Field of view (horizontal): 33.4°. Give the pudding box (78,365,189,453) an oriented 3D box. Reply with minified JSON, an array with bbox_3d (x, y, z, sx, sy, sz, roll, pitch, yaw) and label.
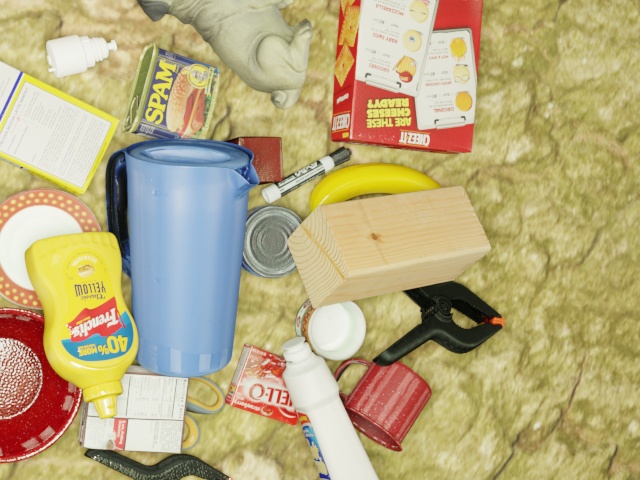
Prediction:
[{"bbox_3d":[-0.203,0.183,1.166,0.113,0.039,0.090,6,94,-18],"label":"pudding box"}]

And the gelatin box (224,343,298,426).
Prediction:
[{"bbox_3d":[-0.058,0.169,1.244,0.089,0.030,0.073,22,83,-21],"label":"gelatin box"}]

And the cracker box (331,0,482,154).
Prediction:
[{"bbox_3d":[0.103,-0.217,1.280,0.164,0.072,0.214,4,90,-21],"label":"cracker box"}]

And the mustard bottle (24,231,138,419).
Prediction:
[{"bbox_3d":[-0.239,0.089,1.102,0.096,0.058,0.191,-7,76,-36],"label":"mustard bottle"}]

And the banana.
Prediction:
[{"bbox_3d":[0.065,-0.061,1.289,0.197,0.037,0.070,-10,114,-20],"label":"banana"}]

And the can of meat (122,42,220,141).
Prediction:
[{"bbox_3d":[-0.164,-0.156,1.182,0.083,0.058,0.102,16,86,-24],"label":"can of meat"}]

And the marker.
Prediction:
[{"bbox_3d":[-0.014,-0.079,1.263,0.121,0.020,0.020,-30,102,-19],"label":"marker"}]

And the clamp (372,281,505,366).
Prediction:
[{"bbox_3d":[0.135,0.079,1.301,0.209,0.036,0.164,6,60,-33],"label":"clamp"}]

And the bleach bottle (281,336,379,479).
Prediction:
[{"bbox_3d":[0.012,0.225,1.225,0.068,0.103,0.251,-25,104,-12],"label":"bleach bottle"}]

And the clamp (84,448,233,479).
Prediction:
[{"bbox_3d":[-0.183,0.292,1.192,0.171,0.039,0.120,6,90,-22],"label":"clamp"}]

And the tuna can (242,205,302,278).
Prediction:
[{"bbox_3d":[-0.058,0.002,1.239,0.086,0.034,0.086,0,91,-22],"label":"tuna can"}]

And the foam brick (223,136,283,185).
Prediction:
[{"bbox_3d":[-0.079,-0.089,1.205,0.052,0.078,0.051,-2,90,-22],"label":"foam brick"}]

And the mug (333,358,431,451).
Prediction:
[{"bbox_3d":[0.069,0.185,1.272,0.117,0.093,0.081,32,72,13],"label":"mug"}]

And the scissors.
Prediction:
[{"bbox_3d":[-0.206,0.177,1.193,0.201,0.016,0.096,15,86,-21],"label":"scissors"}]

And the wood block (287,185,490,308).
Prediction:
[{"bbox_3d":[0.080,0.004,1.228,0.205,0.090,0.091,-9,67,-33],"label":"wood block"}]

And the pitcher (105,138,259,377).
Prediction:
[{"bbox_3d":[-0.151,0.014,1.139,0.144,0.149,0.243,-1,108,-17],"label":"pitcher"}]

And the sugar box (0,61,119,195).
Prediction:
[{"bbox_3d":[-0.313,-0.125,1.129,0.176,0.048,0.093,26,82,-17],"label":"sugar box"}]

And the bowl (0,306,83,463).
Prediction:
[{"bbox_3d":[-0.333,0.149,1.119,0.161,0.055,0.162,0,91,-22],"label":"bowl"}]
